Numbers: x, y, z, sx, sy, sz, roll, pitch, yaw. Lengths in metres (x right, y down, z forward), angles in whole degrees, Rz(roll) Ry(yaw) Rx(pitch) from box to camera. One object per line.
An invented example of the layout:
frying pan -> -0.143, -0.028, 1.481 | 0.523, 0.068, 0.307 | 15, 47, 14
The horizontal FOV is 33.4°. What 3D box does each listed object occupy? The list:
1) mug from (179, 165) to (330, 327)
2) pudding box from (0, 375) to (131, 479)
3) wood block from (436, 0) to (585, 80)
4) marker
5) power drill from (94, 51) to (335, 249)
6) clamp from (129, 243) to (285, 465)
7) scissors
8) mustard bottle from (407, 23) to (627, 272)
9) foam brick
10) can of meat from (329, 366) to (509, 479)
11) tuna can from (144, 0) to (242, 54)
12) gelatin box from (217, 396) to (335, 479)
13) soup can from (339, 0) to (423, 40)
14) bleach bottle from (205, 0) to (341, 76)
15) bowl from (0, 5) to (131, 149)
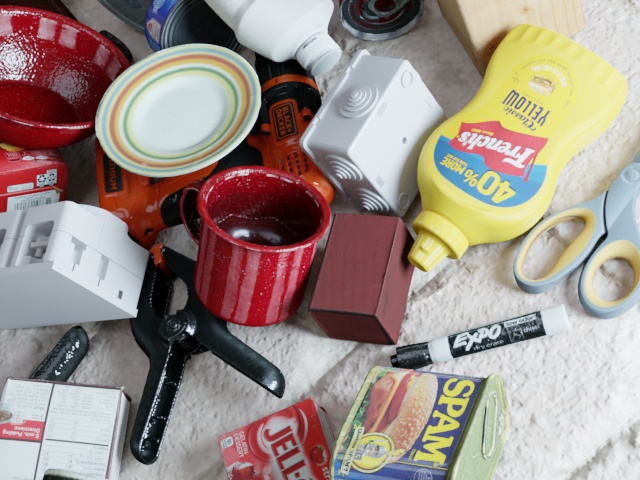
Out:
mug -> -0.055, 0.001, 0.759 | 0.117, 0.082, 0.093 | 31, 42, 20
pudding box -> -0.188, 0.156, 0.755 | 0.090, 0.039, 0.113 | 6, 67, 1
wood block -> 0.117, -0.222, 0.758 | 0.090, 0.206, 0.091 | -28, 55, 5
marker -> 0.105, 0.067, 0.712 | 0.121, 0.020, 0.020 | -16, 57, 13
power drill -> -0.086, -0.079, 0.853 | 0.188, 0.057, 0.184 | -20, 53, 12
clamp -> -0.106, 0.079, 0.783 | 0.120, 0.039, 0.172 | -31, 49, -2
scissors -> 0.219, -0.025, 0.719 | 0.201, 0.016, 0.096 | -40, 56, -3
mustard bottle -> 0.124, -0.057, 0.750 | 0.096, 0.058, 0.191 | 35, 80, 18
foam brick -> 0.031, 0.026, 0.746 | 0.051, 0.053, 0.078 | 4, 63, 25
can of meat -> 0.062, 0.126, 0.661 | 0.084, 0.057, 0.102 | 3, 40, 28
tuna can -> -0.105, -0.183, 0.903 | 0.086, 0.086, 0.034 | -42, 53, -4
gelatin box -> -0.022, 0.158, 0.707 | 0.073, 0.030, 0.089 | -24, 56, 8
soup can -> 0.045, -0.225, 0.875 | 0.068, 0.068, 0.102 | -14, 57, 15
bleach bottle -> -0.063, -0.234, 0.848 | 0.102, 0.068, 0.251 | -34, 75, -15
bowl -> -0.235, -0.124, 0.873 | 0.162, 0.055, 0.162 | 15, 39, -13
